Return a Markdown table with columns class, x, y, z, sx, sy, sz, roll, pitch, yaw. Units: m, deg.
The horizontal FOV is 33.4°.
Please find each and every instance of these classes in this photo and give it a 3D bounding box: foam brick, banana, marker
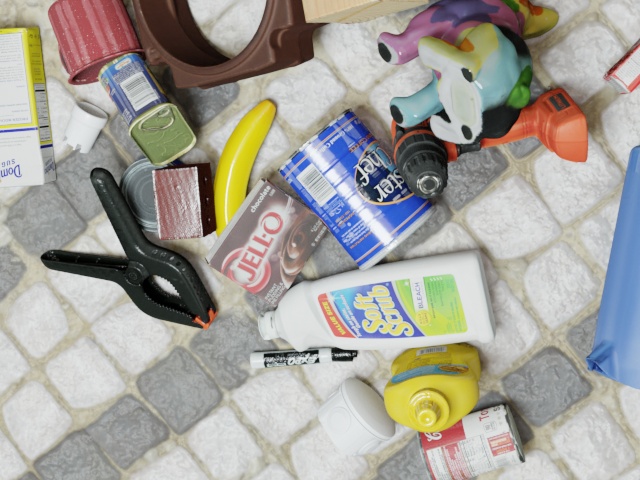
| class | x | y | z | sx | sy | sz | roll | pitch | yaw |
| --- | --- | --- | --- | --- | --- | --- | --- | --- | --- |
| foam brick | -0.145 | -0.042 | 1.141 | 0.051 | 0.053 | 0.078 | -3 | 98 | 10 |
| banana | -0.085 | -0.056 | 1.177 | 0.069 | 0.037 | 0.198 | -2 | 101 | -17 |
| marker | -0.018 | 0.131 | 1.198 | 0.121 | 0.020 | 0.020 | -5 | 97 | 10 |

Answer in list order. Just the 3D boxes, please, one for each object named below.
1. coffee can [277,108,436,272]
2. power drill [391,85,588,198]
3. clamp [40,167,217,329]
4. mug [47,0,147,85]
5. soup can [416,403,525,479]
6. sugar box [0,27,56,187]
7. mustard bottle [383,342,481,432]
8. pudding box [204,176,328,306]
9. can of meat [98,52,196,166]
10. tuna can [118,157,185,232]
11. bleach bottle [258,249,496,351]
| class | x | y | z | sx | sy | sz | roll | pitch | yaw |
| --- | --- | --- | --- | --- | --- | --- | --- | --- | --- |
| coffee can | 0.038 | -0.053 | 1.120 | 0.103 | 0.102 | 0.140 | -40 | 90 | 12 |
| power drill | 0.165 | -0.099 | 1.062 | 0.187 | 0.184 | 0.057 | -7 | 116 | 2 |
| clamp | -0.211 | 0.033 | 1.196 | 0.210 | 0.036 | 0.165 | 42 | 128 | -8 |
| mug | -0.250 | -0.220 | 1.159 | 0.117 | 0.093 | 0.081 | -22 | 89 | 48 |
| soup can | 0.163 | 0.223 | 1.157 | 0.102 | 0.068 | 0.068 | -19 | 95 | 11 |
| sugar box | -0.356 | -0.149 | 1.202 | 0.093 | 0.048 | 0.176 | -2 | 101 | 9 |
| mustard bottle | 0.114 | 0.152 | 1.091 | 0.096 | 0.191 | 0.058 | -8 | 97 | 10 |
| pudding box | -0.057 | 0.001 | 1.154 | 0.090 | 0.039 | 0.113 | 34 | 90 | -20 |
| can of meat | -0.185 | -0.140 | 1.134 | 0.057 | 0.102 | 0.084 | -32 | 67 | -2 |
| tuna can | -0.182 | -0.053 | 1.192 | 0.086 | 0.033 | 0.086 | 1 | 98 | 9 |
| bleach bottle | 0.057 | 0.080 | 1.158 | 0.251 | 0.068 | 0.102 | -12 | 96 | 13 |
